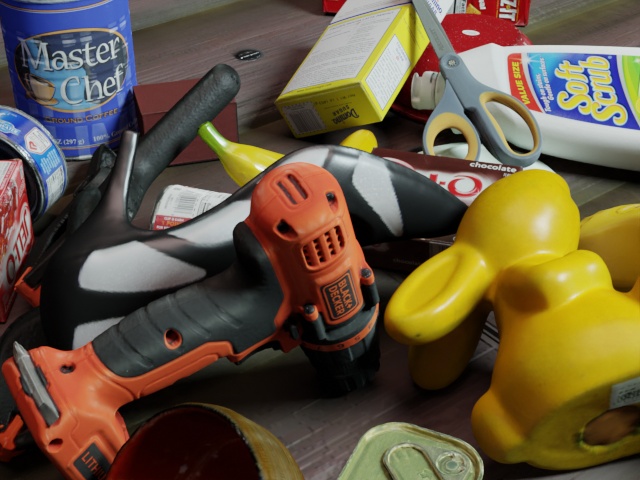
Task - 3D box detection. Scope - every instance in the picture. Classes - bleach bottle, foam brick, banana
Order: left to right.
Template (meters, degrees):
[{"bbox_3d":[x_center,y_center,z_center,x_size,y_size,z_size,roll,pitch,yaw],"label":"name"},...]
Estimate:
[{"bbox_3d":[-0.108,-0.095,0.859,0.078,0.051,0.053,-8,36,-11],"label":"foam brick"},{"bbox_3d":[-0.005,-0.054,0.770,0.037,0.069,0.197,-25,-12,33],"label":"banana"},{"bbox_3d":[0.196,-0.103,0.839,0.251,0.068,0.102,6,70,15],"label":"bleach bottle"}]

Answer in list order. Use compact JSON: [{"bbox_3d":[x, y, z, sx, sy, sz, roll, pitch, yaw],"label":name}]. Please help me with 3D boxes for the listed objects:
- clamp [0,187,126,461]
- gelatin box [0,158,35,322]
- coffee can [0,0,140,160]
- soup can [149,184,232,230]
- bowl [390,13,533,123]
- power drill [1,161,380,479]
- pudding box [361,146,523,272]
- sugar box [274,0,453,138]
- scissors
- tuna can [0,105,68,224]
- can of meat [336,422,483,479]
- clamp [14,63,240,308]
[{"bbox_3d":[-0.138,0.047,0.616,0.120,0.039,0.171,39,54,9],"label":"clamp"},{"bbox_3d":[-0.214,-0.002,0.701,0.030,0.073,0.089,1,33,0],"label":"gelatin box"},{"bbox_3d":[-0.201,-0.150,0.860,0.103,0.140,0.103,0,34,0],"label":"coffee can"},{"bbox_3d":[-0.055,0.001,0.699,0.102,0.068,0.068,7,35,11],"label":"soup can"},{"bbox_3d":[0.130,-0.159,0.948,0.162,0.055,0.162,0,34,0],"label":"bowl"},{"bbox_3d":[-0.054,0.061,0.554,0.187,0.184,0.057,-33,53,-11],"label":"power drill"},{"bbox_3d":[0.077,-0.019,0.741,0.113,0.039,0.090,10,46,15],"label":"pudding box"},{"bbox_3d":[0.040,-0.162,0.903,0.094,0.048,0.176,-6,37,39],"label":"sugar box"},{"bbox_3d":[0.090,-0.121,0.827,0.096,0.016,0.202,-31,60,-11],"label":"scissors"},{"bbox_3d":[-0.226,-0.051,0.763,0.086,0.086,0.033,11,37,16],"label":"tuna can"},{"bbox_3d":[0.031,0.146,0.468,0.057,0.084,0.102,13,36,20],"label":"can of meat"},{"bbox_3d":[-0.138,-0.035,0.726,0.165,0.036,0.209,-30,24,35],"label":"clamp"}]
